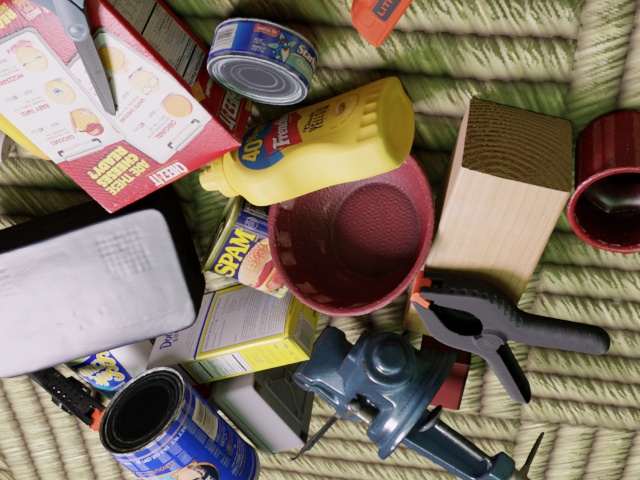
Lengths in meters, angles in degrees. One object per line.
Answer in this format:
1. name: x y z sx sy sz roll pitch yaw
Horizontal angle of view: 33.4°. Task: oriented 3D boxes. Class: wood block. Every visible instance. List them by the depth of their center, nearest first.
1. wood block: 0.142 -0.009 0.925 0.090 0.090 0.206 13 136 0

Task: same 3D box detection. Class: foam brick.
1. foam brick: 0.125 0.128 1.097 0.051 0.053 0.078 9 135 5

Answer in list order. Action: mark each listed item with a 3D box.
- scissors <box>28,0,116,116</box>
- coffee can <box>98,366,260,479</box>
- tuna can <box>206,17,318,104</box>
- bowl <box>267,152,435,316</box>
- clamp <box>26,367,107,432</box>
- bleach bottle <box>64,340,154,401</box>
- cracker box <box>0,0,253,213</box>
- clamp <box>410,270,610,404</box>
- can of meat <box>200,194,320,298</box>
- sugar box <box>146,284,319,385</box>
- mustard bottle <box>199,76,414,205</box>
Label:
1. scissors: -0.198 -0.163 0.780 0.096 0.016 0.202 -1 142 -12
2. coffee can: -0.140 0.209 1.075 0.103 0.102 0.140 -16 131 27
3. tuna can: -0.047 -0.142 0.851 0.086 0.033 0.086 13 164 4
4. bowl: 0.035 -0.012 0.932 0.162 0.162 0.055 -16 165 27
5. clamp: -0.285 0.165 1.182 0.164 0.036 0.210 43 166 -23
6. bleach bottle: -0.223 0.130 1.180 0.103 0.068 0.250 -16 131 27
7. cracker box: -0.186 -0.139 0.888 0.164 0.072 0.213 -23 127 33
8. clamp: 0.148 0.084 0.925 0.171 0.039 0.120 25 131 -5
9. can of meat: -0.057 0.001 1.010 0.084 0.057 0.102 21 136 -12
10. sugar box: -0.087 0.092 1.083 0.176 0.093 0.048 -18 129 30
11. mustard bottle: -0.019 -0.074 0.893 0.192 0.096 0.058 -15 127 27
